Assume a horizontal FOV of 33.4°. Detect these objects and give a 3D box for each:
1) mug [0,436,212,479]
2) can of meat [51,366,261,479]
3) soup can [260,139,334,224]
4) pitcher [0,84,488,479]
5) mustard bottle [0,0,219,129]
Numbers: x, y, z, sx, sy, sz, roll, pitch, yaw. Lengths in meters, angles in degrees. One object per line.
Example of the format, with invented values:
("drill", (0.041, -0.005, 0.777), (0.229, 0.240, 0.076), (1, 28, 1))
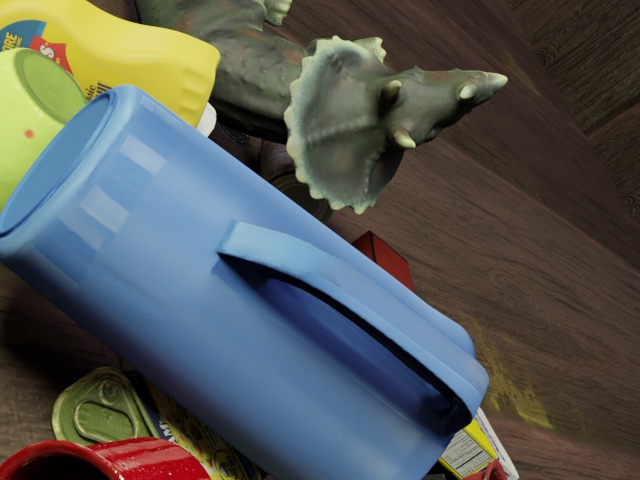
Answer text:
("mug", (-0.098, 0.148, 0.496), (0.081, 0.093, 0.117), (9, 80, -66))
("can of meat", (-0.087, 0.118, 0.587), (0.102, 0.057, 0.083), (60, 21, 14))
("soup can", (-0.020, -0.062, 0.957), (0.068, 0.069, 0.102), (42, 26, -28))
("pitcher", (-0.037, 0.031, 0.552), (0.242, 0.149, 0.145), (40, 19, -23))
("mustard bottle", (-0.168, -0.113, 0.682), (0.191, 0.096, 0.058), (20, 43, -12))
